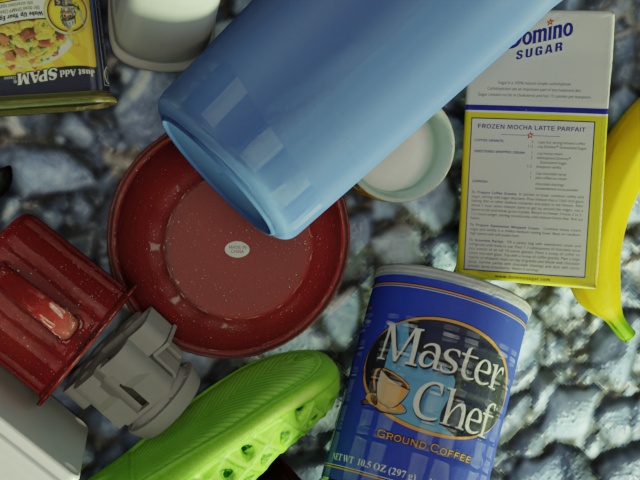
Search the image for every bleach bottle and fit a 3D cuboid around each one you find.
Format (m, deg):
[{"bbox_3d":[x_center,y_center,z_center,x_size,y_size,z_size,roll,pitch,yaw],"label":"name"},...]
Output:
[{"bbox_3d":[-0.077,-0.147,0.559,0.068,0.251,0.102,2,95,-11],"label":"bleach bottle"}]

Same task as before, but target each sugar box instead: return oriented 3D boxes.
[{"bbox_3d":[0.140,-0.060,0.700,0.093,0.048,0.176,5,93,14],"label":"sugar box"}]

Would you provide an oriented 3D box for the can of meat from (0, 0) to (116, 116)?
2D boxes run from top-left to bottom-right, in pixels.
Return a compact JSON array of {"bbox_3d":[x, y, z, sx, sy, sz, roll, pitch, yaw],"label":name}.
[{"bbox_3d":[-0.179,-0.118,0.636,0.102,0.058,0.084,-8,94,-24],"label":"can of meat"}]

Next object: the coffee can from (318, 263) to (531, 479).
[{"bbox_3d":[0.066,0.097,0.668,0.102,0.103,0.140,19,77,-12],"label":"coffee can"}]

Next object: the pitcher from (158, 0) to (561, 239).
[{"bbox_3d":[0.022,-0.122,0.614,0.242,0.149,0.145,-44,87,-9],"label":"pitcher"}]

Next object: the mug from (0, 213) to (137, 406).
[{"bbox_3d":[-0.169,0.038,0.631,0.081,0.117,0.093,40,80,-7],"label":"mug"}]

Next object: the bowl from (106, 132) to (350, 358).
[{"bbox_3d":[-0.054,0.001,0.678,0.162,0.055,0.162,-1,96,-10],"label":"bowl"}]
